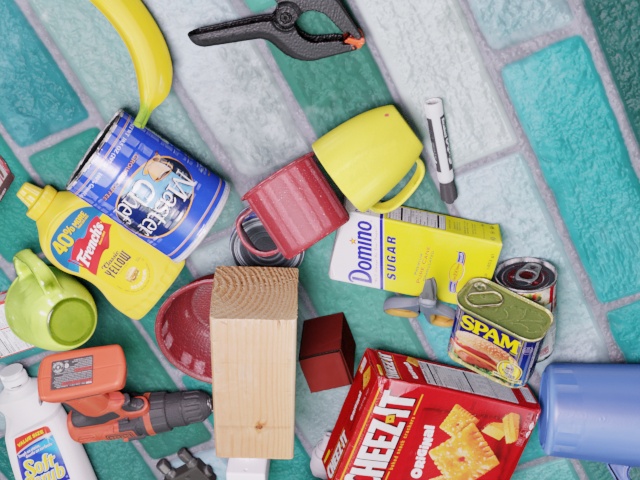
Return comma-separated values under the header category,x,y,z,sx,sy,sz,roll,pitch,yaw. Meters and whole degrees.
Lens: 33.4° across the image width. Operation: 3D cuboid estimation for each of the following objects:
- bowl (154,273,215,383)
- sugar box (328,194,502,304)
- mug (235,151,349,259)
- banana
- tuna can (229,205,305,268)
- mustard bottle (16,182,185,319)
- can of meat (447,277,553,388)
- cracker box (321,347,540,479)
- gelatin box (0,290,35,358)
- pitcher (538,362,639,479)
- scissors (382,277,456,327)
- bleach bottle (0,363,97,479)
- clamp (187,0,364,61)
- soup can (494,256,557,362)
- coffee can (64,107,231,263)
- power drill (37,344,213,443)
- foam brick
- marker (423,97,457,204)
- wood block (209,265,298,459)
category,x,y,z,sx,sy,sz,roll,pitch,yaw
bowl,-0.106,0.091,1.225,0.162,0.055,0.162,1,127,1
sugar box,0.102,0.013,1.174,0.176,0.048,0.093,10,122,-3
mug,-0.033,-0.028,1.112,0.117,0.093,0.081,-33,90,6
banana,-0.197,-0.211,1.048,0.037,0.069,0.198,-4,120,50
tuna can,-0.058,0.001,1.184,0.086,0.033,0.086,2,122,3
mustard bottle,-0.250,-0.002,1.179,0.191,0.058,0.096,37,102,-16
can of meat,0.190,0.101,1.149,0.102,0.057,0.084,27,135,22
cracker box,0.130,0.231,1.257,0.213,0.072,0.164,14,111,-17
gelatin box,-0.358,0.093,1.263,0.089,0.030,0.073,-18,120,14
pitcher,0.377,0.213,1.227,0.243,0.149,0.145,3,135,6
scissors,0.099,0.063,1.157,0.096,0.016,0.201,5,164,21
bleach bottle,-0.354,0.266,1.351,0.102,0.068,0.251,-10,118,9
clamp,-0.044,-0.216,1.047,0.171,0.039,0.120,27,121,-13
soup can,0.229,0.079,1.193,0.068,0.068,0.102,-3,122,5
coffee can,-0.179,-0.056,1.117,0.140,0.102,0.103,35,117,-17
power drill,-0.233,0.185,1.252,0.184,0.057,0.187,-12,149,6
foam brick,0.008,0.129,1.233,0.051,0.078,0.053,-14,117,12
marker,0.128,-0.092,1.123,0.020,0.020,0.121,-9,121,9
wood block,-0.071,0.136,1.166,0.091,0.090,0.206,2,126,-1
